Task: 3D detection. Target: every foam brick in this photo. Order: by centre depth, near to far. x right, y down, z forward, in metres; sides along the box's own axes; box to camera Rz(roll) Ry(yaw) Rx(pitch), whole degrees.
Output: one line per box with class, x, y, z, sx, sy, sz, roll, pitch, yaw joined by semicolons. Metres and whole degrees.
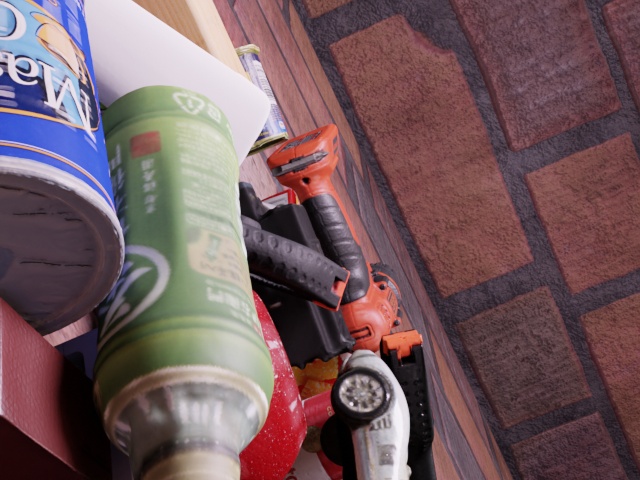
foam brick;-0.120;0.070;0.402;0.078;0.051;0.053;57;14;-47

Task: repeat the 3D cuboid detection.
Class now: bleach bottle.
bleach bottle;-0.145;-0.118;0.533;0.250;0.068;0.103;35;-10;-31

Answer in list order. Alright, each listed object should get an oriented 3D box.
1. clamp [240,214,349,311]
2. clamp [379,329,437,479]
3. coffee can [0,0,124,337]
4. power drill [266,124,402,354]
clamp;-0.054;0.001;0.623;0.171;0.039;0.120;20;-2;-17
clamp;0.073;0.149;0.856;0.210;0.036;0.164;82;-5;-54
coffee can;-0.137;-0.043;0.420;0.102;0.103;0.140;56;14;-52
power drill;0.021;-0.005;0.942;0.184;0.057;0.187;-62;130;-76
